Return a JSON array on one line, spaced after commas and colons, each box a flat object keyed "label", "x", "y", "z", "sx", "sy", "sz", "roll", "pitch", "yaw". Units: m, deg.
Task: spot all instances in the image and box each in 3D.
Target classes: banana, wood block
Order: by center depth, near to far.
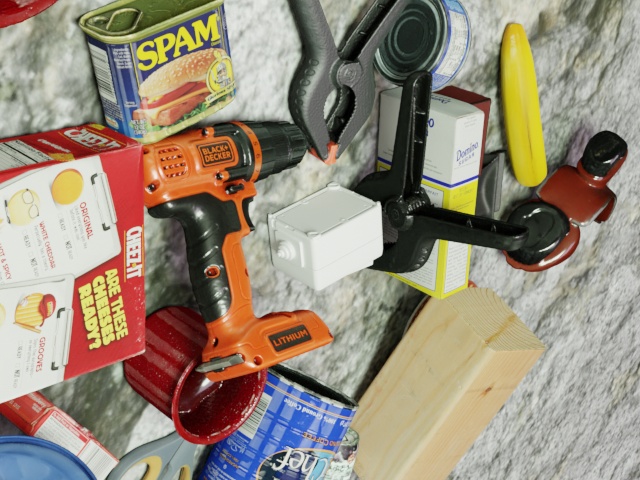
[{"label": "wood block", "x": 0.113, "y": 0.152, "z": 1.047, "sx": 0.090, "sy": 0.090, "sz": 0.206, "roll": 4, "pitch": 127, "yaw": -45}, {"label": "banana", "x": 0.204, "y": -0.121, "z": 1.081, "sx": 0.069, "sy": 0.037, "sz": 0.198, "roll": -88, "pitch": 165, "yaw": -47}]

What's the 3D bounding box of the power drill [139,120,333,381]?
[{"label": "power drill", "x": -0.055, "y": 0.001, "z": 0.809, "sx": 0.184, "sy": 0.057, "sz": 0.187, "roll": -17, "pitch": 86, "yaw": -46}]

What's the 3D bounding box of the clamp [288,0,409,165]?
[{"label": "clamp", "x": 0.023, "y": -0.149, "z": 0.879, "sx": 0.120, "sy": 0.039, "sz": 0.171, "roll": -12, "pitch": 125, "yaw": -23}]

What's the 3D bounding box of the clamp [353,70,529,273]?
[{"label": "clamp", "x": 0.074, "y": -0.039, "z": 0.918, "sx": 0.036, "sy": 0.210, "sz": 0.164, "roll": -22, "pitch": 84, "yaw": -35}]

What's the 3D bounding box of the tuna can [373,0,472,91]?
[{"label": "tuna can", "x": 0.083, "y": -0.169, "z": 0.899, "sx": 0.033, "sy": 0.086, "sz": 0.086, "roll": 4, "pitch": 107, "yaw": -45}]

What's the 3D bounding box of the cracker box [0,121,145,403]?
[{"label": "cracker box", "x": -0.221, "y": 0.023, "z": 0.698, "sx": 0.213, "sy": 0.072, "sz": 0.164, "roll": -19, "pitch": 123, "yaw": -40}]

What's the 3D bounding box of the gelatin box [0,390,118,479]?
[{"label": "gelatin box", "x": -0.197, "y": 0.135, "z": 0.779, "sx": 0.030, "sy": 0.073, "sz": 0.089, "roll": -50, "pitch": 137, "yaw": -16}]

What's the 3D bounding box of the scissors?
[{"label": "scissors", "x": -0.119, "y": 0.158, "z": 0.915, "sx": 0.096, "sy": 0.016, "sz": 0.202, "roll": 23, "pitch": 93, "yaw": -49}]

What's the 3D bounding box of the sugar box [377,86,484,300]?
[{"label": "sugar box", "x": 0.096, "y": -0.044, "z": 0.971, "sx": 0.048, "sy": 0.093, "sz": 0.176, "roll": -18, "pitch": 123, "yaw": -40}]

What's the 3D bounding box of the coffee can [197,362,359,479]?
[{"label": "coffee can", "x": -0.041, "y": 0.187, "z": 0.941, "sx": 0.102, "sy": 0.103, "sz": 0.140, "roll": 25, "pitch": 90, "yaw": -49}]

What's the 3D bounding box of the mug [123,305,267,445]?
[{"label": "mug", "x": -0.095, "y": 0.104, "z": 0.861, "sx": 0.117, "sy": 0.082, "sz": 0.093, "roll": 4, "pitch": 107, "yaw": -46}]

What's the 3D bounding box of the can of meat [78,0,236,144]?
[{"label": "can of meat", "x": -0.110, "y": -0.126, "z": 0.746, "sx": 0.101, "sy": 0.058, "sz": 0.084, "roll": -31, "pitch": 132, "yaw": -31}]
